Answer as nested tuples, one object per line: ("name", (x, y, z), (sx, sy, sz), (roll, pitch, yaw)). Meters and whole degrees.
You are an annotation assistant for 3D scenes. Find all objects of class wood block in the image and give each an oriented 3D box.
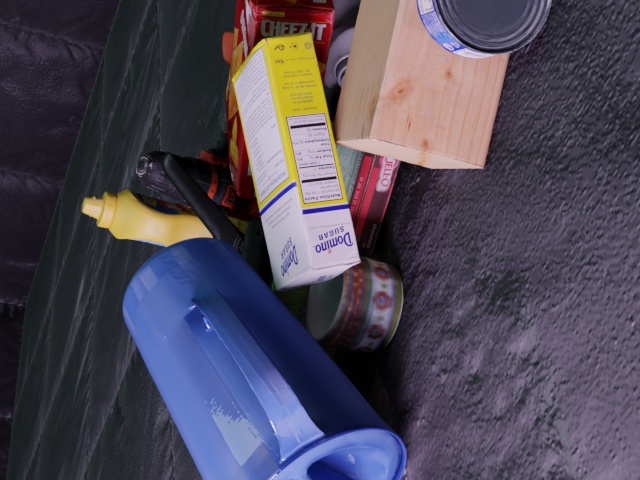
("wood block", (0.082, -0.161, 0.763), (0.091, 0.090, 0.206), (-169, 91, -71))

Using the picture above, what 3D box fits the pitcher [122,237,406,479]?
("pitcher", (-0.055, 0.100, 0.783), (0.243, 0.144, 0.149), (50, 121, 39))

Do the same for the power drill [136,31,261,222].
("power drill", (-0.097, -0.119, 1.125), (0.057, 0.184, 0.188), (25, 94, 40))

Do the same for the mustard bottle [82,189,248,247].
("mustard bottle", (-0.181, -0.020, 1.241), (0.096, 0.191, 0.058), (-141, 65, -68))

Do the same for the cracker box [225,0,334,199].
("cracker box", (-0.042, -0.166, 0.949), (0.214, 0.072, 0.164), (100, 167, -47))

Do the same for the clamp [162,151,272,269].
("clamp", (-0.057, 0.001, 1.038), (0.036, 0.164, 0.210), (41, -142, -86))

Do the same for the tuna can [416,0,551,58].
("tuna can", (0.107, -0.164, 0.704), (0.034, 0.086, 0.086), (-169, 92, -72))

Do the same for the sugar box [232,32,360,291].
("sugar box", (-0.020, -0.056, 0.801), (0.093, 0.048, 0.176), (148, 110, -68))

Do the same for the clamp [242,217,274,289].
("clamp", (-0.062, 0.066, 0.932), (0.120, 0.039, 0.171), (80, -165, -64))

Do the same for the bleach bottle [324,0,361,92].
("bleach bottle", (0.015, -0.230, 1.036), (0.103, 0.068, 0.251), (-59, 29, 34))

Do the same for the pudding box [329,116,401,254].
("pudding box", (0.026, -0.050, 0.922), (0.113, 0.039, 0.090), (-129, 53, -63))
